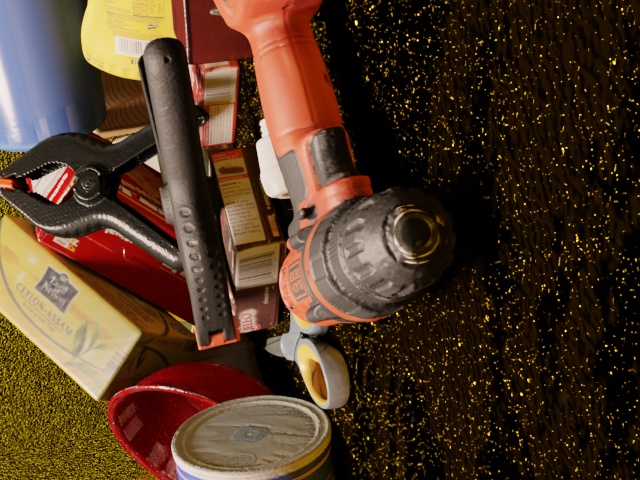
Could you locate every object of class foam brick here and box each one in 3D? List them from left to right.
[{"bbox_3d":[-0.064,-0.157,0.661,0.053,0.051,0.078,-117,22,-50],"label":"foam brick"}]

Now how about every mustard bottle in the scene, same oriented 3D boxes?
[{"bbox_3d":[-0.138,-0.210,0.814,0.192,0.096,0.058,99,-179,-51],"label":"mustard bottle"}]

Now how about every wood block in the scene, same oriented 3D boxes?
[{"bbox_3d":[-0.202,-0.159,1.109,0.206,0.090,0.090,-169,69,-74],"label":"wood block"}]

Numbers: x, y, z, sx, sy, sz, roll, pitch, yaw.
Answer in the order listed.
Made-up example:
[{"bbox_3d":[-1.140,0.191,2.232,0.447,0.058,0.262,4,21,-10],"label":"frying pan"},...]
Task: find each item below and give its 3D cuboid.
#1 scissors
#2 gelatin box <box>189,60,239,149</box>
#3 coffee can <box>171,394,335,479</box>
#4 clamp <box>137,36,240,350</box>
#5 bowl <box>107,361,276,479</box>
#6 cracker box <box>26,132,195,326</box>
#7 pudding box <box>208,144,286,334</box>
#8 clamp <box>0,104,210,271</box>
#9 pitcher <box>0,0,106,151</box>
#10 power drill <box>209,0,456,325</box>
[{"bbox_3d":[-0.018,0.053,0.707,0.202,0.016,0.096,-149,51,-71],"label":"scissors"},{"bbox_3d":[-0.086,-0.125,0.808,0.089,0.030,0.073,101,154,-55],"label":"gelatin box"},{"bbox_3d":[-0.037,0.188,0.703,0.103,0.102,0.140,-137,38,-67],"label":"coffee can"},{"bbox_3d":[-0.089,-0.034,0.708,0.165,0.036,0.210,-129,28,-72],"label":"clamp"},{"bbox_3d":[-0.079,0.142,0.815,0.162,0.162,0.055,97,-165,-50],"label":"bowl"},{"bbox_3d":[-0.168,-0.021,0.943,0.072,0.164,0.214,-56,25,6],"label":"cracker box"},{"bbox_3d":[-0.055,0.001,0.762,0.113,0.039,0.090,101,155,-54],"label":"pudding box"},{"bbox_3d":[-0.158,-0.031,0.787,0.039,0.172,0.120,30,-126,-70],"label":"clamp"},{"bbox_3d":[-0.254,-0.208,0.904,0.145,0.149,0.243,26,131,55],"label":"pitcher"},{"bbox_3d":[0.000,-0.055,0.474,0.185,0.057,0.187,145,113,-74],"label":"power drill"}]
